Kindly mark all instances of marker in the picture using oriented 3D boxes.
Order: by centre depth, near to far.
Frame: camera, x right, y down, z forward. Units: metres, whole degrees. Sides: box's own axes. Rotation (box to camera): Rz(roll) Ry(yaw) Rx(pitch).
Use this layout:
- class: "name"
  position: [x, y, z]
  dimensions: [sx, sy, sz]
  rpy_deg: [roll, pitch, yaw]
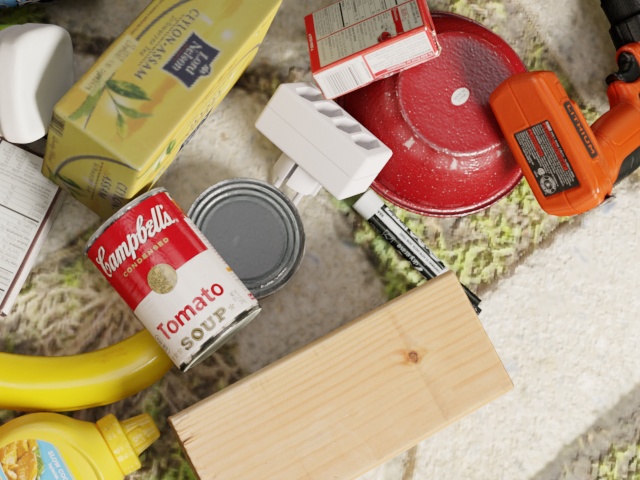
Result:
- class: "marker"
  position: [0.072, 0.011, 0.775]
  dimensions: [0.121, 0.020, 0.020]
  rpy_deg: [45, 76, 0]

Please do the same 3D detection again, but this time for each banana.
- class: "banana"
  position: [-0.174, 0.081, 0.714]
  dimensions: [0.197, 0.037, 0.069]
  rpy_deg: [-10, 72, -13]

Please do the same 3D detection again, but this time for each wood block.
- class: "wood block"
  position: [0.010, 0.110, 0.712]
  dimensions: [0.206, 0.090, 0.091]
  rpy_deg: [-26, 85, -13]

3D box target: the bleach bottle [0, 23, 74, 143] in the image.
- class: "bleach bottle"
  position: [-0.292, -0.107, 0.678]
  dimensions: [0.251, 0.102, 0.068]
  rpy_deg: [3, 108, 6]

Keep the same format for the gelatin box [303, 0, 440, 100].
- class: "gelatin box"
  position: [0.036, -0.145, 0.756]
  dimensions: [0.089, 0.030, 0.073]
  rpy_deg: [-21, 44, 13]

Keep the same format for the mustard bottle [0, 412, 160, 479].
- class: "mustard bottle"
  position: [-0.191, 0.166, 0.683]
  dimensions: [0.191, 0.058, 0.096]
  rpy_deg: [-29, 100, -13]

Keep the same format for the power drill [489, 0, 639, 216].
- class: "power drill"
  position: [0.209, -0.112, 0.770]
  dimensions: [0.187, 0.057, 0.184]
  rpy_deg: [-28, 91, -33]

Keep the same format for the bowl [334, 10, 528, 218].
- class: "bowl"
  position: [0.094, -0.100, 0.780]
  dimensions: [0.162, 0.055, 0.162]
  rpy_deg: [1, 81, -9]

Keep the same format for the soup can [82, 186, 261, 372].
- class: "soup can"
  position: [-0.095, 0.026, 0.689]
  dimensions: [0.068, 0.068, 0.102]
  rpy_deg: [-39, 85, -14]

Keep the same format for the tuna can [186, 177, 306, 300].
- class: "tuna can"
  position: [-0.055, 0.001, 0.748]
  dimensions: [0.086, 0.034, 0.086]
  rpy_deg: [2, 80, -9]

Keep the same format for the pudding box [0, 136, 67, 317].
- class: "pudding box"
  position: [-0.230, -0.016, 0.720]
  dimensions: [0.090, 0.039, 0.113]
  rpy_deg: [25, 79, -7]
